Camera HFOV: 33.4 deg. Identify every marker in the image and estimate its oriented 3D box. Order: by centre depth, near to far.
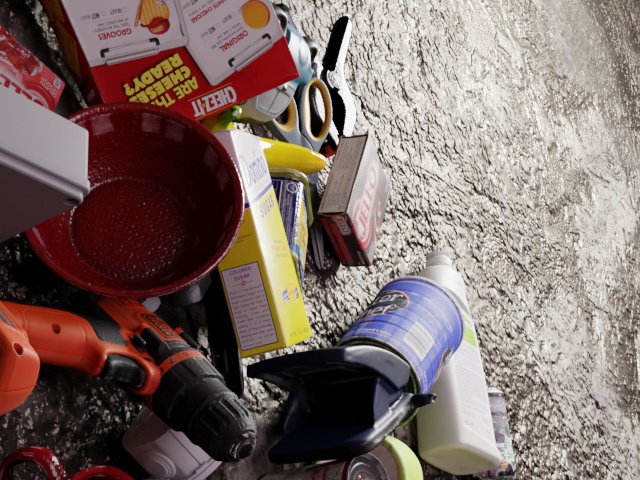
[{"bbox_3d":[-0.152,0.033,0.839,0.121,0.020,0.020,48,39,-33],"label":"marker"}]

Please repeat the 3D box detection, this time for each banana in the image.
[{"bbox_3d":[-0.063,-0.085,0.994,0.197,0.070,0.037,17,76,-65],"label":"banana"}]

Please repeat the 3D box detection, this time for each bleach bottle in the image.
[{"bbox_3d":[0.147,0.130,1.212,0.102,0.068,0.251,34,45,-45],"label":"bleach bottle"}]

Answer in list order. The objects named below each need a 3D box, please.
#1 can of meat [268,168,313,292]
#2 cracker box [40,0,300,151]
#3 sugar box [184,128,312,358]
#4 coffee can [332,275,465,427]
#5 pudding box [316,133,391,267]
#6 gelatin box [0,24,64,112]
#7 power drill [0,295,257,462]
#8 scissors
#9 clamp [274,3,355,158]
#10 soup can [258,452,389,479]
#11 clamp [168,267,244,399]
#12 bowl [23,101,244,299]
[{"bbox_3d":[-0.040,-0.003,0.967,0.102,0.057,0.084,83,10,-60],"label":"can of meat"},{"bbox_3d":[-0.136,-0.199,0.861,0.164,0.072,0.213,-26,102,-20],"label":"cracker box"},{"bbox_3d":[-0.055,0.001,0.858,0.093,0.048,0.176,-6,84,-78],"label":"sugar box"},{"bbox_3d":[0.076,0.110,1.071,0.103,0.103,0.140,64,32,-12],"label":"coffee can"},{"bbox_3d":[0.037,-0.042,1.124,0.090,0.039,0.113,65,31,-47],"label":"pudding box"},{"bbox_3d":[-0.234,-0.113,0.778,0.089,0.030,0.073,45,40,-35],"label":"gelatin box"},{"bbox_3d":[-0.149,0.084,0.700,0.187,0.185,0.057,17,103,-50],"label":"power drill"},{"bbox_3d":[-0.027,-0.077,1.090,0.096,0.016,0.202,16,71,-33],"label":"scissors"},{"bbox_3d":[0.008,-0.178,1.174,0.120,0.039,0.171,-15,92,-42],"label":"clamp"},{"bbox_3d":[0.000,0.220,0.896,0.068,0.102,0.068,32,48,-46],"label":"soup can"},{"bbox_3d":[-0.092,0.010,0.887,0.164,0.036,0.210,74,11,-59],"label":"clamp"},{"bbox_3d":[-0.139,-0.021,0.783,0.162,0.055,0.162,5,62,-9],"label":"bowl"}]
